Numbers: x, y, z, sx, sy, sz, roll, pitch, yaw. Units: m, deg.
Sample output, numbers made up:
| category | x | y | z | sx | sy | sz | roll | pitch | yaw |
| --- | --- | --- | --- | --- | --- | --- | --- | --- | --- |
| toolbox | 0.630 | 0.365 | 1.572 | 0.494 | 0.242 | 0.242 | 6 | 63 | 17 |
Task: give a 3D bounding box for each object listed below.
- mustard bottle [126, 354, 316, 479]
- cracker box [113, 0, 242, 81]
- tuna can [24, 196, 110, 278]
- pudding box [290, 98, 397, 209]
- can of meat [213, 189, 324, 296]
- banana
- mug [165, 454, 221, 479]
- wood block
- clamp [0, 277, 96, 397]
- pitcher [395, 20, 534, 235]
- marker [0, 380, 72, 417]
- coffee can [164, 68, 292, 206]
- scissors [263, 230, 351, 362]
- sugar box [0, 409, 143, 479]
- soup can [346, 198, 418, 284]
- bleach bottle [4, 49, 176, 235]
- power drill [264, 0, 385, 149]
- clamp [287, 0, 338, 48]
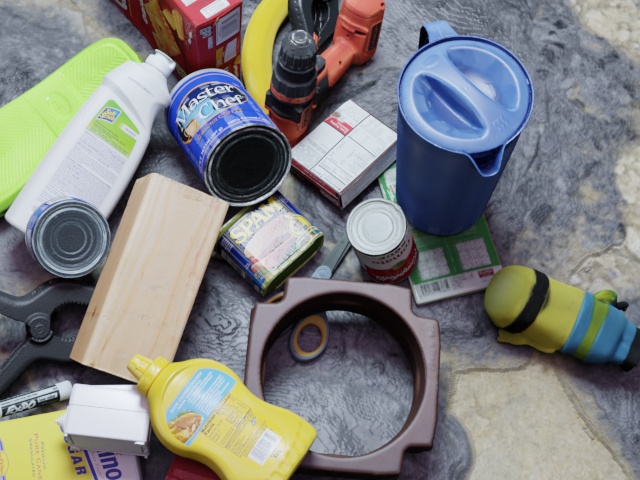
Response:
| category | x | y | z | sx | sy | sz | roll | pitch | yaw |
| --- | --- | --- | --- | --- | --- | --- | --- | --- | --- |
| mustard bottle | -0.106 | 0.170 | 1.030 | 0.191 | 0.058 | 0.096 | 34 | 66 | 7 |
| cracker box | -0.182 | -0.289 | 1.267 | 0.072 | 0.164 | 0.214 | -35 | 73 | -18 |
| tuna can | -0.267 | -0.003 | 1.133 | 0.086 | 0.034 | 0.086 | -3 | 98 | -25 |
| pudding box | 0.030 | -0.103 | 1.257 | 0.090 | 0.039 | 0.113 | 39 | 72 | 23 |
| can of meat | -0.058 | 0.002 | 1.205 | 0.102 | 0.057 | 0.084 | -42 | 77 | -18 |
| banana | -0.062 | -0.244 | 1.322 | 0.069 | 0.037 | 0.197 | 17 | 67 | 5 |
| mug | -0.109 | 0.249 | 1.083 | 0.081 | 0.093 | 0.117 | 14 | 44 | 8 |
| wood block | -0.181 | 0.043 | 1.125 | 0.090 | 0.091 | 0.206 | 23 | 80 | -19 |
| clamp | -0.306 | 0.104 | 1.139 | 0.209 | 0.036 | 0.164 | -6 | 96 | -24 |
| pitcher | 0.138 | -0.109 | 1.142 | 0.145 | 0.243 | 0.149 | 26 | 70 | 10 |
| marker | -0.318 | 0.172 | 1.114 | 0.120 | 0.020 | 0.020 | -14 | 66 | -35 |
| coffee can | -0.106 | -0.117 | 1.200 | 0.102 | 0.103 | 0.140 | -24 | 41 | -12 |
| scissors | 0.010 | 0.058 | 1.205 | 0.201 | 0.016 | 0.096 | -39 | 75 | -17 |
| sugar box | -0.277 | 0.226 | 1.103 | 0.176 | 0.048 | 0.093 | -11 | 67 | -6 |
| soup can | 0.069 | 0.001 | 1.178 | 0.068 | 0.102 | 0.068 | -4 | 70 | 11 |
| bleach bottle | -0.238 | -0.099 | 1.188 | 0.102 | 0.068 | 0.251 | 37 | 83 | -22 |
| power drill | 0.003 | -0.215 | 1.243 | 0.057 | 0.185 | 0.187 | 34 | 60 | 11 |
| clamp | -0.010 | -0.320 | 1.328 | 0.120 | 0.039 | 0.171 | 31 | 62 | -34 |
